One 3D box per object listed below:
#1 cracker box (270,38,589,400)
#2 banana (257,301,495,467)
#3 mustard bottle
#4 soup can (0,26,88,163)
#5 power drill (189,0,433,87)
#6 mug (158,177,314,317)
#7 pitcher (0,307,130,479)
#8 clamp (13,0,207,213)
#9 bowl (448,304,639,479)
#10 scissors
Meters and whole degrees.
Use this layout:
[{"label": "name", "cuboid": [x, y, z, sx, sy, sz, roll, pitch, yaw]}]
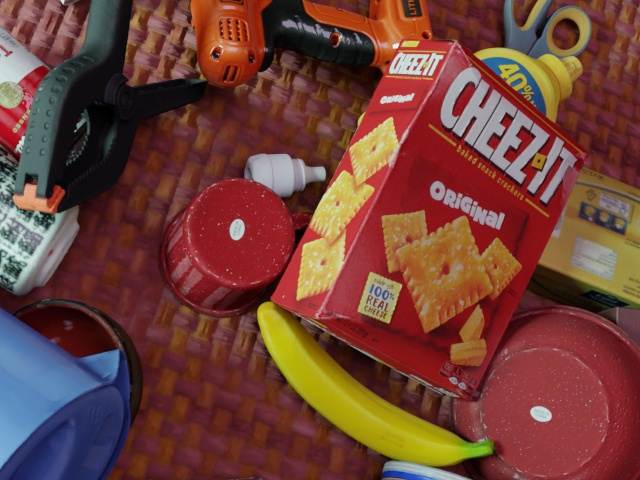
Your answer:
[{"label": "cracker box", "cuboid": [0.085, -0.012, 0.770, 0.164, 0.072, 0.213, 32, 82, -34]}, {"label": "banana", "cuboid": [0.031, 0.115, 0.788, 0.198, 0.070, 0.037, 31, 32, 0]}, {"label": "mustard bottle", "cuboid": [0.132, -0.101, 0.864, 0.191, 0.058, 0.096, -29, 91, -15]}, {"label": "soup can", "cuboid": [-0.216, -0.100, 0.765, 0.102, 0.069, 0.068, 40, 69, -3]}, {"label": "power drill", "cuboid": [-0.013, -0.193, 0.842, 0.187, 0.057, 0.184, 3, 59, -16]}, {"label": "mug", "cuboid": [-0.055, 0.001, 0.780, 0.117, 0.082, 0.093, -12, 80, -19]}, {"label": "pitcher", "cuboid": [-0.250, 0.088, 0.641, 0.243, 0.145, 0.149, 32, 27, 19]}, {"label": "clamp", "cuboid": [-0.143, -0.096, 0.737, 0.036, 0.164, 0.210, 7, 60, 24]}, {"label": "bowl", "cuboid": [0.168, 0.126, 0.786, 0.162, 0.055, 0.162, -3, 81, 20]}, {"label": "scissors", "cuboid": [0.175, -0.143, 0.922, 0.096, 0.016, 0.201, 24, 78, -18]}]
